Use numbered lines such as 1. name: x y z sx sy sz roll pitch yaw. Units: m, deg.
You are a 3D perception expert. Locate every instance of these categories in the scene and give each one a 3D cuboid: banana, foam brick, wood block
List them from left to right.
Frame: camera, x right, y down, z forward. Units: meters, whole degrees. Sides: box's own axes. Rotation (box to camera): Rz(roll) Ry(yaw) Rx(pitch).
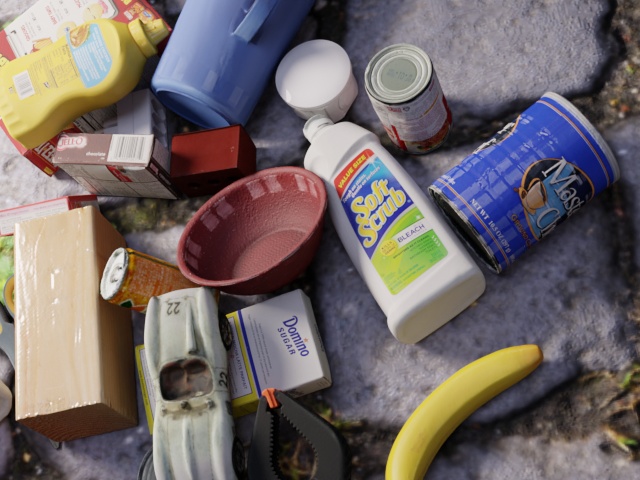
1. wood block: -0.243 0.083 1.059 0.090 0.090 0.206 -13 63 9
2. foam brick: -0.110 -0.082 1.110 0.078 0.053 0.051 -8 65 16
3. banana: 0.115 0.160 0.935 0.070 0.037 0.197 29 72 35

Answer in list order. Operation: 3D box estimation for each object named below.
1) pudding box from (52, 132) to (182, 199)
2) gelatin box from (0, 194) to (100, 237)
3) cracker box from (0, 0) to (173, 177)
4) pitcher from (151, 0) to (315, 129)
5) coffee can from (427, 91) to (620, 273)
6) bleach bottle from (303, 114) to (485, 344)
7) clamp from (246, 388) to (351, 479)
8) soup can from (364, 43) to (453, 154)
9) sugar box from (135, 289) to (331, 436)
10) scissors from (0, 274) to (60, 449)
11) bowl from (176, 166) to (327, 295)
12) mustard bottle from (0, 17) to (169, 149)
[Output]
1. pudding box: -0.209 -0.078 1.120 0.114 0.090 0.039 5 72 19
2. gelatin box: -0.288 -0.026 1.131 0.089 0.073 0.030 -12 91 12
3. cracker box: -0.276 -0.200 1.206 0.213 0.072 0.164 -41 62 -1
4. pitcher: -0.078 -0.242 1.121 0.145 0.149 0.243 20 78 25
5. coffee can: 0.184 -0.052 0.971 0.140 0.102 0.103 -38 61 -1
6. bleach bottle: 0.050 -0.026 1.029 0.102 0.068 0.251 -35 59 0
7. clamp: -0.016 0.233 0.934 0.164 0.036 0.210 -30 74 5
8. soup can: 0.087 -0.137 1.041 0.068 0.102 0.068 -7 65 15
9. sugar box: -0.084 0.120 1.017 0.176 0.048 0.093 -18 67 7
10. scissors: -0.296 0.112 1.105 0.096 0.016 0.202 -38 74 -22
11. bowl: -0.057 0.001 1.036 0.162 0.055 0.162 -19 38 15
12. mustard bottle: -0.245 -0.178 1.114 0.191 0.058 0.096 -28 61 5
